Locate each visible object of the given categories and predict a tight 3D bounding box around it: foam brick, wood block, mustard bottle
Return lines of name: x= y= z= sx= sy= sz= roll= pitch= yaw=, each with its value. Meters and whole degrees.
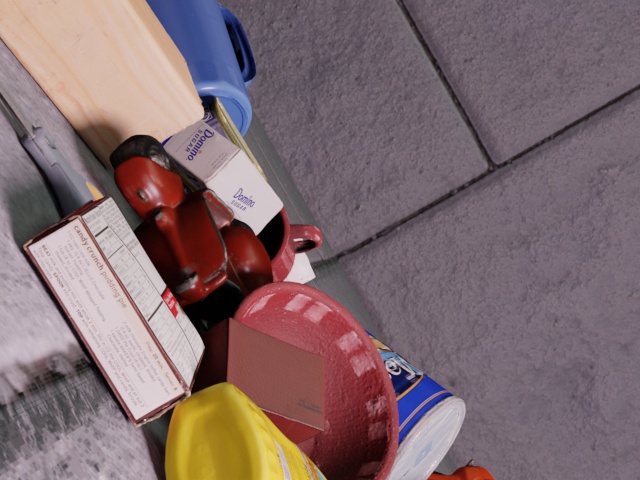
foam brick: x=-0.042 y=0.091 z=0.648 sx=0.078 sy=0.051 sz=0.053 roll=27 pitch=48 yaw=-33
wood block: x=-0.178 y=-0.163 z=0.775 sx=0.206 sy=0.090 sz=0.091 roll=57 pitch=6 yaw=-43
mustard bottle: x=-0.023 y=0.159 z=0.614 sx=0.191 sy=0.058 sz=0.096 roll=55 pitch=14 yaw=-55

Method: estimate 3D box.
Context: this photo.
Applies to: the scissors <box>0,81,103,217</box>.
scissors: x=-0.161 y=-0.041 z=0.632 sx=0.201 sy=0.016 sz=0.096 roll=57 pitch=5 yaw=-40

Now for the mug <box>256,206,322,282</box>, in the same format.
mug: x=-0.057 y=0.001 z=0.992 sx=0.081 sy=0.117 sz=0.093 roll=64 pitch=20 yaw=-72

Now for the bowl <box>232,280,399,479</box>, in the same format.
bowl: x=-0.019 y=0.112 z=0.748 sx=0.161 sy=0.055 sz=0.162 roll=28 pitch=46 yaw=-34

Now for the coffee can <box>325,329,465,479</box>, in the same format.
coffee can: x=0.029 y=0.129 z=0.850 sx=0.140 sy=0.103 sz=0.102 roll=35 pitch=-8 yaw=26

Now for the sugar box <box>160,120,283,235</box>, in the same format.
sugar box: x=-0.116 y=-0.079 z=0.893 sx=0.176 sy=0.048 sz=0.093 roll=40 pitch=-7 yaw=35

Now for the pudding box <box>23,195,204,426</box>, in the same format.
pudding box: x=-0.109 y=0.035 z=0.582 sx=0.113 sy=0.039 sz=0.090 roll=58 pitch=5 yaw=-8

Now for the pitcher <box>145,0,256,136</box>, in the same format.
pitcher: x=-0.146 y=-0.200 z=1.141 sx=0.145 sy=0.149 sz=0.243 roll=74 pitch=-6 yaw=-54
